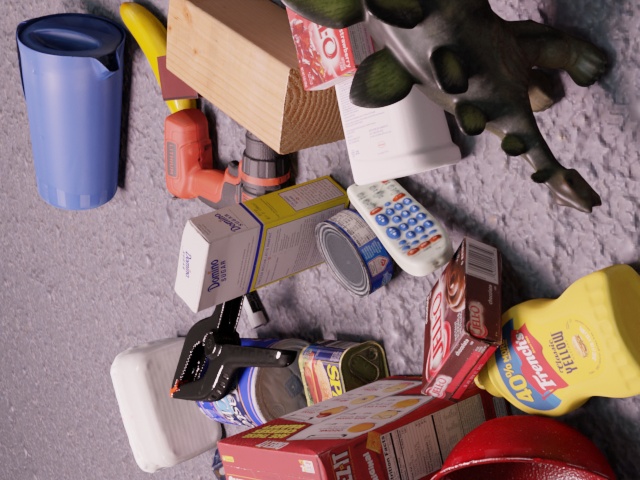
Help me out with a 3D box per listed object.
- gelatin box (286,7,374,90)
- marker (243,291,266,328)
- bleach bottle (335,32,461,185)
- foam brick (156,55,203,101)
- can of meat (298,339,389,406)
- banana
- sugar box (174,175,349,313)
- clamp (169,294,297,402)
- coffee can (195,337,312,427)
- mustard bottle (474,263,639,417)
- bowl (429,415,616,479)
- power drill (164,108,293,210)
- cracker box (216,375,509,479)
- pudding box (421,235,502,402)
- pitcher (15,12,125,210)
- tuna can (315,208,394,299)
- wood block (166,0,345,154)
[{"bbox_3d":[0.008,-0.181,0.914,0.073,0.030,0.089,-14,88,53],"label":"gelatin box"},{"bbox_3d":[-0.095,0.046,1.262,0.020,0.020,0.121,-38,73,53],"label":"marker"},{"bbox_3d":[0.048,-0.180,0.938,0.103,0.067,0.251,-10,93,53],"label":"bleach bottle"},{"bbox_3d":[-0.140,-0.187,1.199,0.078,0.052,0.051,5,108,52],"label":"foam brick"},{"bbox_3d":[0.027,0.154,1.110,0.084,0.057,0.102,-1,102,57],"label":"can of meat"},{"bbox_3d":[-0.192,-0.213,1.271,0.070,0.037,0.198,-39,72,52],"label":"banana"},{"bbox_3d":[-0.057,0.001,1.055,0.048,0.175,0.093,46,137,33],"label":"sugar box"},{"bbox_3d":[-0.104,0.100,1.147,0.210,0.036,0.164,-43,50,40],"label":"clamp"},{"bbox_3d":[-0.068,0.160,1.200,0.141,0.102,0.103,-5,100,55],"label":"coffee can"},{"bbox_3d":[0.189,0.091,0.860,0.192,0.058,0.096,-33,77,54],"label":"mustard bottle"},{"bbox_3d":[0.171,0.188,0.880,0.162,0.162,0.055,-46,29,51],"label":"bowl"},{"bbox_3d":[-0.103,-0.085,1.185,0.188,0.057,0.184,31,128,44],"label":"power drill"},{"bbox_3d":[0.042,0.183,0.964,0.164,0.213,0.072,-10,95,55],"label":"cracker box"},{"bbox_3d":[0.120,0.067,0.910,0.113,0.039,0.090,-78,11,-45],"label":"pudding box"},{"bbox_3d":[-0.329,-0.169,1.400,0.149,0.145,0.243,-100,14,-54],"label":"pitcher"},{"bbox_3d":[0.033,0.012,1.039,0.086,0.033,0.086,47,156,28],"label":"tuna can"},{"bbox_3d":[-0.061,-0.176,1.062,0.206,0.090,0.090,39,133,39],"label":"wood block"}]
